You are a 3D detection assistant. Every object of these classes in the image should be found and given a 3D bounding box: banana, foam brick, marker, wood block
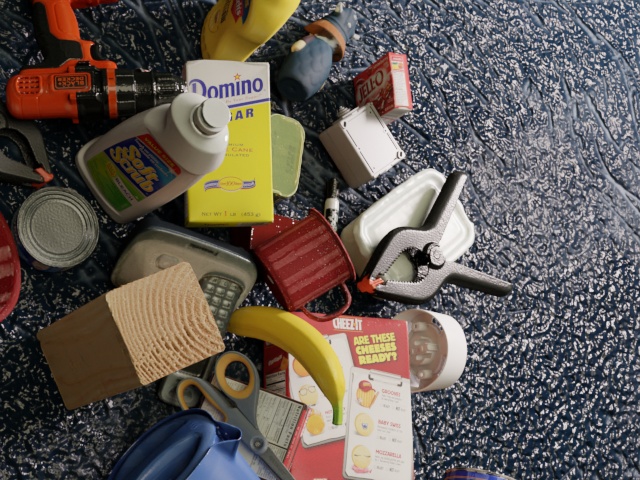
[{"bbox_3d":[-0.035,0.113,1.132,0.037,0.198,0.070,19,105,-52],"label":"banana"},{"bbox_3d":[-0.058,0.002,1.224,0.078,0.053,0.051,14,70,-27],"label":"foam brick"},{"bbox_3d":[0.012,-0.019,1.292,0.020,0.020,0.121,14,70,-27],"label":"marker"},{"bbox_3d":[-0.188,0.096,1.027,0.090,0.206,0.090,-23,89,-34],"label":"wood block"}]

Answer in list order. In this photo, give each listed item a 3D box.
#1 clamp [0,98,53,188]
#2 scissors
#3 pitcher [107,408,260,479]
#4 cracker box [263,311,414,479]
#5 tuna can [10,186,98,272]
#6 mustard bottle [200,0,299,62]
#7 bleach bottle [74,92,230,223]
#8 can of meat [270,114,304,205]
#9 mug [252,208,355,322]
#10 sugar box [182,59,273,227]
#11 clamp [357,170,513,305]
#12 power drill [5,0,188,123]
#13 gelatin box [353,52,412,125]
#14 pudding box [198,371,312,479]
[{"bbox_3d":[-0.350,-0.114,1.089,0.120,0.039,0.171,-43,100,-31],"label":"clamp"},{"bbox_3d":[-0.058,0.189,1.092,0.202,0.016,0.096,31,78,19],"label":"scissors"},{"bbox_3d":[-0.102,0.298,1.063,0.144,0.149,0.242,-50,117,-30],"label":"pitcher"},{"bbox_3d":[0.020,0.195,1.207,0.163,0.072,0.213,7,72,-30],"label":"cracker box"},{"bbox_3d":[-0.276,-0.010,1.107,0.086,0.034,0.086,9,72,-29],"label":"tuna can"},{"bbox_3d":[-0.071,-0.265,1.206,0.058,0.192,0.096,22,66,-25],"label":"mustard bottle"},{"bbox_3d":[-0.162,-0.094,1.068,0.068,0.251,0.102,-35,96,-33],"label":"bleach bottle"},{"bbox_3d":[-0.064,-0.087,1.226,0.057,0.084,0.102,16,69,-27],"label":"can of meat"},{"bbox_3d":[-0.014,0.035,1.158,0.081,0.093,0.117,-31,87,-11],"label":"mug"},{"bbox_3d":[-0.100,-0.103,1.143,0.093,0.048,0.176,-1,84,-13],"label":"sugar box"},{"bbox_3d":[0.128,0.009,1.268,0.209,0.036,0.164,-14,85,-33],"label":"clamp"},{"bbox_3d":[-0.238,-0.210,1.126,0.184,0.057,0.187,-3,62,-12],"label":"power drill"},{"bbox_3d":[0.076,-0.184,1.334,0.030,0.089,0.073,2,75,-29],"label":"gelatin box"},{"bbox_3d":[-0.076,0.198,1.123,0.113,0.039,0.090,18,75,15],"label":"pudding box"}]
